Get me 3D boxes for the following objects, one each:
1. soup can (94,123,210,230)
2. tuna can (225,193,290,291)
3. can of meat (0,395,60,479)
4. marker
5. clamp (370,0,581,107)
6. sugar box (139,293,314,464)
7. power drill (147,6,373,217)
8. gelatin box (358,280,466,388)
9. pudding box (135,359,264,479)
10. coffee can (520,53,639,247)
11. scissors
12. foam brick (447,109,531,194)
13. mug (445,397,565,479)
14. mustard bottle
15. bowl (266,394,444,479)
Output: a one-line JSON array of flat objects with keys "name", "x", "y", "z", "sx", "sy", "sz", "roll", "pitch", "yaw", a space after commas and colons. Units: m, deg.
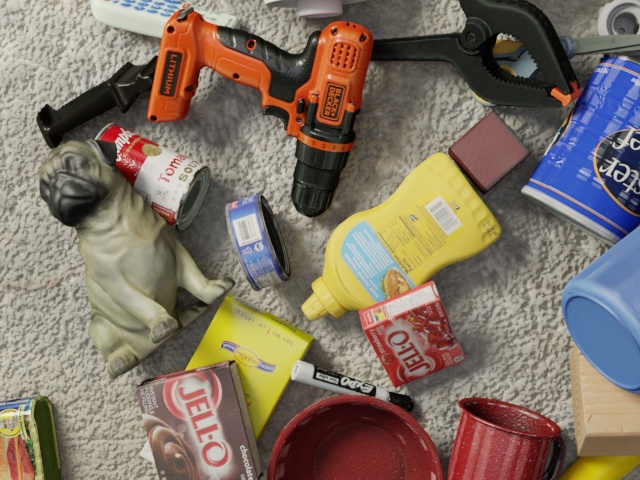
[{"name": "soup can", "x": -0.163, "y": -0.059, "z": 1.000, "sx": 0.102, "sy": 0.068, "sz": 0.068, "roll": 24, "pitch": 94, "yaw": 7}, {"name": "tuna can", "x": -0.056, "y": 0.001, "z": 0.979, "sx": 0.034, "sy": 0.086, "sz": 0.086, "roll": -19, "pitch": 89, "yaw": 6}, {"name": "can of meat", "x": -0.303, "y": 0.204, "z": 1.033, "sx": 0.084, "sy": 0.057, "sz": 0.102, "roll": -8, "pitch": 91, "yaw": 5}, {"name": "marker", "x": 0.031, "y": 0.137, "z": 0.983, "sx": 0.121, "sy": 0.020, "sz": 0.020, "roll": 20, "pitch": 94, "yaw": -16}, {"name": "clamp", "x": 0.137, "y": -0.189, "z": 0.920, "sx": 0.210, "sy": 0.036, "sz": 0.165, "roll": 33, "pitch": 127, "yaw": 20}, {"name": "sugar box", "x": -0.088, "y": 0.148, "z": 1.007, "sx": 0.093, "sy": 0.048, "sz": 0.176, "roll": 29, "pitch": 94, "yaw": 6}, {"name": "power drill", "x": -0.057, "y": -0.123, "z": 0.968, "sx": 0.187, "sy": 0.057, "sz": 0.184, "roll": 14, "pitch": 111, "yaw": -1}, {"name": "gelatin box", "x": 0.084, "y": 0.087, "z": 0.966, "sx": 0.073, "sy": 0.030, "sz": 0.089, "roll": -22, "pitch": 129, "yaw": 6}, {"name": "pudding box", "x": -0.108, "y": 0.173, "z": 0.969, "sx": 0.090, "sy": 0.039, "sz": 0.113, "roll": -15, "pitch": 92, "yaw": 9}, {"name": "coffee can", "x": 0.254, "y": -0.076, "z": 0.925, "sx": 0.103, "sy": 0.102, "sz": 0.140, "roll": 31, "pitch": 95, "yaw": 6}, {"name": "scissors", "x": 0.202, "y": -0.150, "z": 0.926, "sx": 0.202, "sy": 0.016, "sz": 0.096, "roll": 25, "pitch": 114, "yaw": 39}, {"name": "foam brick", "x": 0.150, "y": -0.078, "z": 0.953, "sx": 0.053, "sy": 0.078, "sz": 0.051, "roll": -41, "pitch": 86, "yaw": 4}, {"name": "mug", "x": 0.169, "y": 0.196, "z": 0.959, "sx": 0.117, "sy": 0.093, "sz": 0.081, "roll": 8, "pitch": 99, "yaw": -29}, {"name": "mustard bottle", "x": 0.063, "y": 0.011, "z": 0.976, "sx": 0.192, "sy": 0.058, "sz": 0.096, "roll": -37, "pitch": 92, "yaw": 7}, {"name": "bowl", "x": 0.034, "y": 0.218, "z": 0.987, "sx": 0.162, "sy": 0.055, "sz": 0.162, "roll": 0, "pitch": 91, "yaw": 8}]
